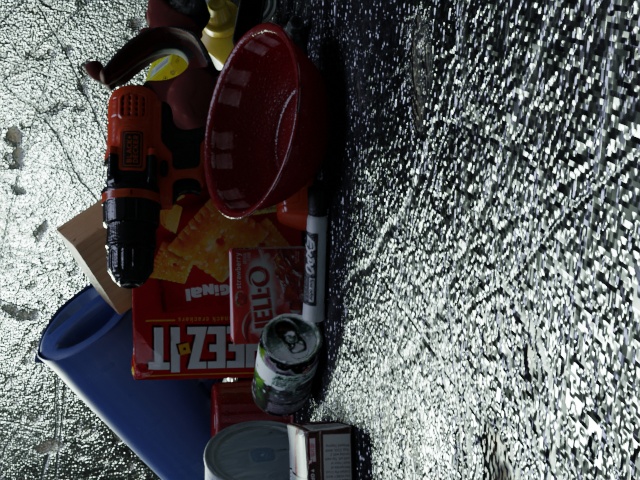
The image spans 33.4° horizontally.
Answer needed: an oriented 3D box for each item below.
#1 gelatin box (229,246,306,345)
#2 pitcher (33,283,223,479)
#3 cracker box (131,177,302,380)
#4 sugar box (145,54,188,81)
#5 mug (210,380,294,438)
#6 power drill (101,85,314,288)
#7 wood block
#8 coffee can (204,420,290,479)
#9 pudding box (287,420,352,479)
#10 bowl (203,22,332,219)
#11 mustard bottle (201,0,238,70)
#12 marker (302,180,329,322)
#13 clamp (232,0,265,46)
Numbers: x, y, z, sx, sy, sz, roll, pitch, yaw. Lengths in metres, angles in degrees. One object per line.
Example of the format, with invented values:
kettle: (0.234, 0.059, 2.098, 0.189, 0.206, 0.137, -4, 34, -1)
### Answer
gelatin box: (-0.046, 0.051, 0.982, 0.030, 0.073, 0.089, -162, 71, -80)
pitcher: (-0.184, 0.159, 1.188, 0.149, 0.144, 0.242, 4, 136, 50)
cracker box: (-0.102, 0.025, 1.040, 0.072, 0.164, 0.214, -127, 38, -76)
sugar box: (-0.134, -0.144, 1.267, 0.176, 0.048, 0.093, 49, -166, -21)
mug: (-0.075, 0.199, 1.144, 0.117, 0.081, 0.093, 99, 166, -46)
power drill: (-0.099, -0.047, 0.949, 0.057, 0.187, 0.184, 127, 142, -73)
wood block: (-0.158, -0.026, 1.115, 0.090, 0.206, 0.091, 61, 165, -24)
coffee can: (-0.054, 0.249, 0.960, 0.103, 0.102, 0.140, -110, 21, -63)
pudding box: (-0.001, 0.189, 0.837, 0.113, 0.039, 0.090, 136, 132, -80)
bowl: (-0.037, -0.093, 0.874, 0.162, 0.055, 0.162, -22, 64, 55)
mustard bottle: (-0.097, -0.198, 1.157, 0.096, 0.058, 0.191, 58, 171, 24)
marker: (-0.003, 0.009, 0.887, 0.020, 0.020, 0.121, -117, 28, -69)
clamp: (-0.061, -0.283, 1.078, 0.210, 0.036, 0.165, -111, 39, -69)
